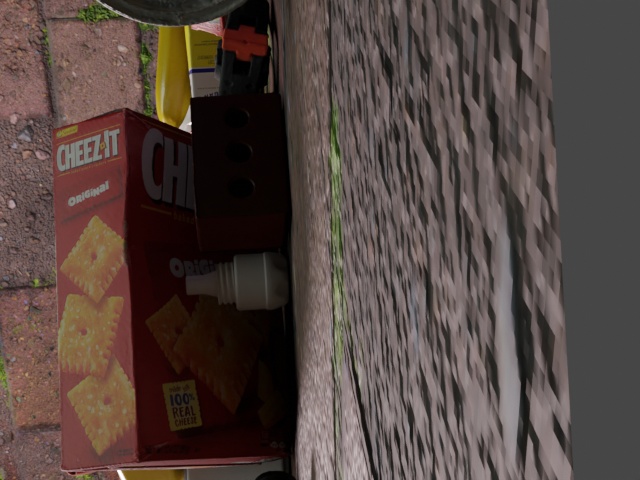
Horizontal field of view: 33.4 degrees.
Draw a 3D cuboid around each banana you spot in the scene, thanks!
[{"bbox_3d":[-0.145,-0.191,1.050,0.070,0.037,0.198,-29,54,53],"label":"banana"}]

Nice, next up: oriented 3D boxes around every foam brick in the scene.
[{"bbox_3d":[-0.046,-0.038,0.606,0.051,0.053,0.078,96,169,-66],"label":"foam brick"}]

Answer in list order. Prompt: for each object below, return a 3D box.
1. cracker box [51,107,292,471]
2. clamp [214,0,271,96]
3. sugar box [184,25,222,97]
[{"bbox_3d":[-0.091,0.039,0.695,0.164,0.072,0.214,17,-115,-57],"label":"cracker box"},{"bbox_3d":[-0.051,-0.126,0.707,0.171,0.039,0.120,138,132,-78],"label":"clamp"},{"bbox_3d":[-0.100,-0.185,0.961,0.093,0.048,0.176,-108,17,-72],"label":"sugar box"}]
